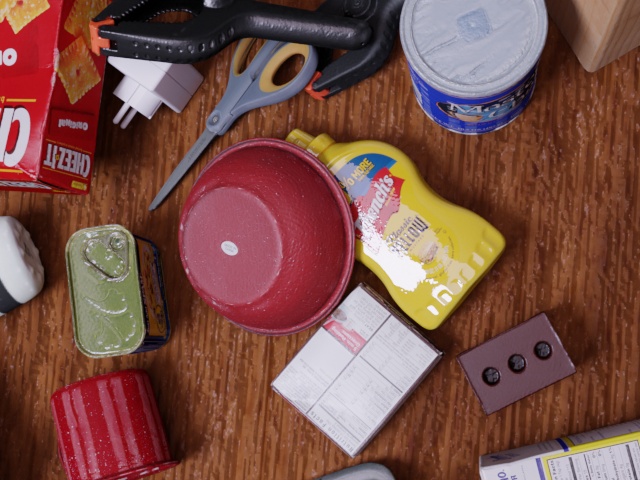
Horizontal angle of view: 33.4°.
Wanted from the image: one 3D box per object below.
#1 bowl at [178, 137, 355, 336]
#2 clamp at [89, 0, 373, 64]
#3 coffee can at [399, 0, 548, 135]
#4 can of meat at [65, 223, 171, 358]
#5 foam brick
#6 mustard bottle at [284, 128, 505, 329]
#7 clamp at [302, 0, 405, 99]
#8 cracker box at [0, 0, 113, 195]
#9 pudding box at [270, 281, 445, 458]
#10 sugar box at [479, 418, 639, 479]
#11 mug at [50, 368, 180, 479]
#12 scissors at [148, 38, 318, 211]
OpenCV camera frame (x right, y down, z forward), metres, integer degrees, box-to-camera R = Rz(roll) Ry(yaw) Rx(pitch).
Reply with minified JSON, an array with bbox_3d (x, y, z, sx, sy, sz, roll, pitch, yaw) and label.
[{"bbox_3d":[-0.055,0.001,0.836,0.162,0.055,0.162,4,99,28],"label":"bowl"},{"bbox_3d":[-0.083,-0.192,0.843,0.209,0.036,0.165,-14,54,-16],"label":"clamp"},{"bbox_3d":[0.116,-0.144,0.810,0.103,0.140,0.103,-1,84,8],"label":"coffee can"},{"bbox_3d":[-0.160,0.043,0.862,0.057,0.084,0.102,-9,83,8],"label":"can of meat"},{"bbox_3d":[0.151,0.095,0.826,0.078,0.051,0.053,-28,81,5],"label":"foam brick"},{"bbox_3d":[0.047,-0.024,0.850,0.192,0.058,0.096,41,96,11],"label":"mustard bottle"},{"bbox_3d":[0.047,-0.188,0.868,0.120,0.039,0.171,25,92,36],"label":"clamp"},{"bbox_3d":[-0.253,-0.149,0.845,0.164,0.072,0.214,4,84,27],"label":"cracker box"},{"bbox_3d":[0.030,0.103,0.851,0.090,0.039,0.113,41,93,10],"label":"pudding box"},{"bbox_3d":[0.207,0.164,0.790,0.176,0.093,0.048,-17,82,7],"label":"sugar box"},{"bbox_3d":[-0.175,0.156,0.858,0.117,0.093,0.081,-29,73,41],"label":"mug"},{"bbox_3d":[-0.068,-0.099,0.879,0.096,0.016,0.202,26,88,41],"label":"scissors"}]
